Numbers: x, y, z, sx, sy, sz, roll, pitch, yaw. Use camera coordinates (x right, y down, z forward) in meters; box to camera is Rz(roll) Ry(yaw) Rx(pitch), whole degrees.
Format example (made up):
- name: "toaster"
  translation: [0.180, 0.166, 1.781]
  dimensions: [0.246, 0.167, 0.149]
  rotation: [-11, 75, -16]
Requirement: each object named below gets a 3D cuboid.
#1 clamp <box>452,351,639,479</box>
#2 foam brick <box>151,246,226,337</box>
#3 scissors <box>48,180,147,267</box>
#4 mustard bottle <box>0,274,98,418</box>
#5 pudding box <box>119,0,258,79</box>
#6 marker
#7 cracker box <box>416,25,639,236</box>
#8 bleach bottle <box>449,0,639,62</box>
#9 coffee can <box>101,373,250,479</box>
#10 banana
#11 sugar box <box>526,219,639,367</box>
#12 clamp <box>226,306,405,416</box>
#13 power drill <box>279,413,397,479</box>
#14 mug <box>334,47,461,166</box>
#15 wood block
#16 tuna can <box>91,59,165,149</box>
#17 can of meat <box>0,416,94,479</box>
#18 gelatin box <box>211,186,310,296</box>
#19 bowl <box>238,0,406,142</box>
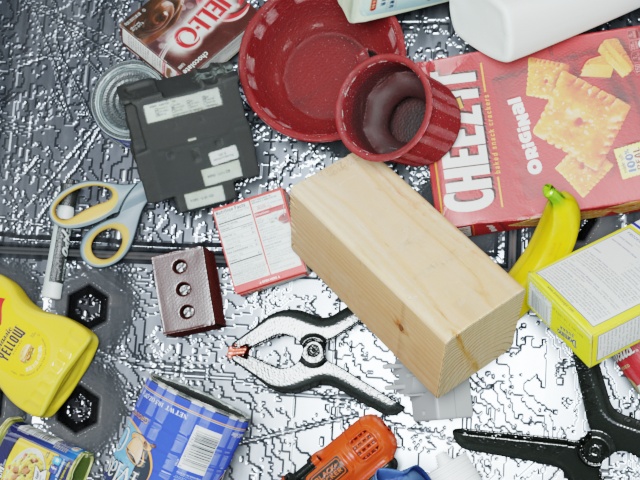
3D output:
- name: "clamp"
  translation: [0.233, 0.186, 0.948]
  dimensions: [0.165, 0.036, 0.210]
  rotation: [-44, 83, 15]
- name: "foam brick"
  translation: [-0.125, 0.049, 1.020]
  dimensions: [0.053, 0.051, 0.078]
  rotation: [-12, 79, 6]
- name: "scissors"
  translation: [-0.165, -0.035, 1.055]
  dimensions: [0.201, 0.016, 0.096]
  rotation: [-14, 95, -5]
- name: "mustard bottle"
  translation: [-0.318, 0.085, 1.039]
  dimensions: [0.192, 0.058, 0.096]
  rotation: [30, 85, 12]
- name: "pudding box"
  translation: [-0.127, -0.208, 1.051]
  dimensions: [0.090, 0.039, 0.113]
  rotation: [39, 68, 13]
- name: "marker"
  translation: [-0.259, -0.002, 1.064]
  dimensions: [0.020, 0.020, 0.121]
  rotation: [7, 82, 9]
- name: "cracker box"
  translation: [0.204, -0.098, 0.984]
  dimensions: [0.214, 0.072, 0.164]
  rotation: [-8, 80, 8]
- name: "bleach bottle"
  translation: [0.250, -0.240, 0.981]
  dimensions: [0.250, 0.068, 0.103]
  rotation: [-22, 39, -17]
- name: "coffee can"
  translation: [-0.138, 0.205, 0.971]
  dimensions: [0.103, 0.102, 0.140]
  rotation: [23, 85, 11]
- name: "banana"
  translation: [0.182, 0.024, 0.951]
  dimensions: [0.069, 0.198, 0.037]
  rotation: [4, 39, -24]
- name: "sugar box"
  translation: [0.274, 0.033, 0.912]
  dimensions: [0.176, 0.048, 0.093]
  rotation: [-21, 43, -16]
- name: "clamp"
  translation: [0.001, 0.094, 1.002]
  dimensions: [0.171, 0.039, 0.120]
  rotation: [8, 76, 3]
- name: "power drill"
  translation: [0.034, 0.279, 0.957]
  dimensions: [0.184, 0.057, 0.188]
  rotation: [-41, 79, 4]
- name: "mug"
  translation: [0.067, -0.119, 0.941]
  dimensions: [0.093, 0.081, 0.117]
  rotation: [-38, 68, 22]
- name: "wood block"
  translation: [0.069, 0.024, 0.933]
  dimensions: [0.090, 0.091, 0.206]
  rotation: [-30, 57, -23]
- name: "tuna can"
  translation: [-0.184, -0.136, 1.067]
  dimensions: [0.086, 0.033, 0.086]
  rotation: [-1, 81, 8]
- name: "can of meat"
  translation: [-0.274, 0.230, 1.011]
  dimensions: [0.084, 0.057, 0.102]
  rotation: [21, 85, 9]
- name: "gelatin box"
  translation: [-0.057, 0.001, 1.029]
  dimensions: [0.073, 0.030, 0.089]
  rotation: [-18, 79, 7]
- name: "bowl"
  translation: [0.004, -0.167, 1.033]
  dimensions: [0.162, 0.055, 0.162]
  rotation: [-1, 81, 8]
